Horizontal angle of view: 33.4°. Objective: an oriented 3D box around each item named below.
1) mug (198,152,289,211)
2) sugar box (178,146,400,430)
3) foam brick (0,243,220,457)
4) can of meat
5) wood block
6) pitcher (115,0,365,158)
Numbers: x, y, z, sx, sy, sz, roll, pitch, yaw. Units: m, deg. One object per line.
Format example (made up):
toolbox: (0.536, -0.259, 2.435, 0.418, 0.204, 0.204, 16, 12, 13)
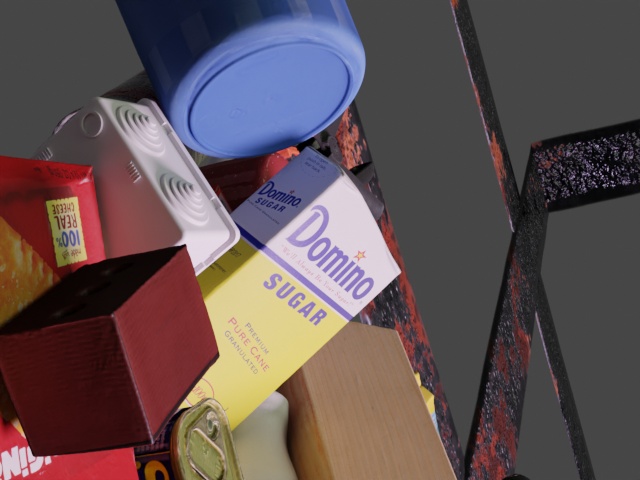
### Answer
mug: (-0.055, 0.001, 0.692, 0.093, 0.082, 0.117, 19, 60, -68)
sugar box: (-0.042, 0.040, 0.588, 0.048, 0.176, 0.093, 40, -13, 45)
foam brick: (-0.081, 0.041, 0.414, 0.078, 0.053, 0.051, -55, 132, -67)
can of meat: (-0.084, 0.135, 0.520, 0.057, 0.084, 0.102, -27, 104, -70)
wood block: (0.018, 0.146, 0.656, 0.090, 0.090, 0.206, 14, 31, -23)
pitcher: (-0.063, -0.164, 0.607, 0.149, 0.145, 0.243, 8, 51, -44)
